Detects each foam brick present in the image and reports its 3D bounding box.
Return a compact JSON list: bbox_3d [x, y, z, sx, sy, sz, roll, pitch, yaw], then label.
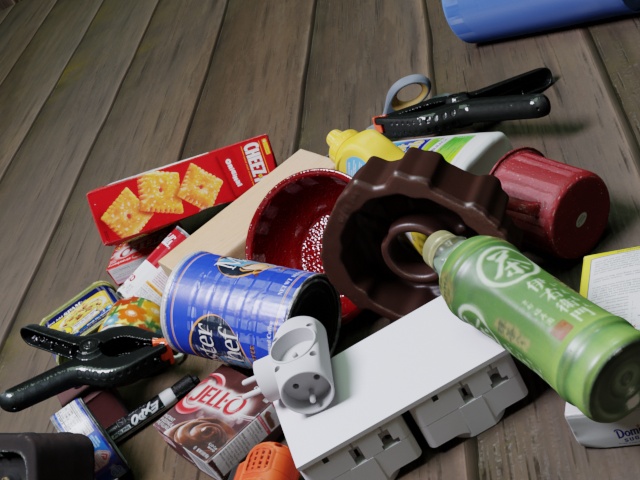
[{"bbox_3d":[-0.234,0.165,1.096,0.053,0.051,0.078,-36,29,-11],"label":"foam brick"}]

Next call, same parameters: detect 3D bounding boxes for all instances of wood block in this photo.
[{"bbox_3d":[-0.057,0.002,1.153,0.206,0.090,0.091,-40,30,-16],"label":"wood block"}]

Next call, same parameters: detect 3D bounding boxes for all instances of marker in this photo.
[{"bbox_3d":[-0.173,0.171,1.065,0.121,0.020,0.020,-34,29,-6],"label":"marker"}]

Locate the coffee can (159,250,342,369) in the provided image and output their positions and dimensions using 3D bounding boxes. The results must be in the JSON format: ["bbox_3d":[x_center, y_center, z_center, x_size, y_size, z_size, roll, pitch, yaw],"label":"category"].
[{"bbox_3d":[-0.065,0.070,1.009,0.140,0.103,0.102,10,46,30],"label":"coffee can"}]

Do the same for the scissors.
[{"bbox_3d":[0.064,-0.143,1.278,0.202,0.096,0.016,-18,51,16],"label":"scissors"}]

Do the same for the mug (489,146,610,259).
[{"bbox_3d":[0.197,-0.033,0.961,0.082,0.117,0.093,26,104,51],"label":"mug"}]

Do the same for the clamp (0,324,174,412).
[{"bbox_3d":[-0.235,0.114,1.076,0.171,0.039,0.120,-10,40,-7],"label":"clamp"}]

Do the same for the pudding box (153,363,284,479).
[{"bbox_3d":[-0.089,0.166,0.976,0.090,0.039,0.114,-42,31,-20],"label":"pudding box"}]

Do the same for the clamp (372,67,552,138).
[{"bbox_3d":[0.164,-0.150,1.200,0.210,0.036,0.164,-9,17,23],"label":"clamp"}]

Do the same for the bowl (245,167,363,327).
[{"bbox_3d":[0.006,0.011,1.067,0.162,0.055,0.162,-3,83,29],"label":"bowl"}]

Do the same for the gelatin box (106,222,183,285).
[{"bbox_3d":[-0.219,0.012,1.345,0.089,0.030,0.073,-20,31,17],"label":"gelatin box"}]

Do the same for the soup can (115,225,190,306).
[{"bbox_3d":[-0.171,0.043,1.196,0.102,0.068,0.069,-48,32,-8],"label":"soup can"}]

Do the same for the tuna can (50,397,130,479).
[{"bbox_3d":[-0.216,0.191,1.005,0.033,0.086,0.086,-35,29,-13],"label":"tuna can"}]

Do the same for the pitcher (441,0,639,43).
[{"bbox_3d":[0.283,-0.323,1.335,0.243,0.149,0.145,-7,51,41],"label":"pitcher"}]

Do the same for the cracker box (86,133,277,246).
[{"bbox_3d":[-0.159,-0.058,1.266,0.213,0.072,0.164,-18,4,-6],"label":"cracker box"}]

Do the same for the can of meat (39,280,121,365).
[{"bbox_3d":[-0.261,0.104,1.212,0.102,0.057,0.084,-36,32,-9],"label":"can of meat"}]

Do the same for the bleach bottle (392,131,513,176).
[{"bbox_3d":[0.088,-0.069,1.163,0.251,0.068,0.102,3,39,47],"label":"bleach bottle"}]

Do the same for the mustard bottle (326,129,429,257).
[{"bbox_3d":[0.068,-0.057,1.066,0.058,0.096,0.192,-36,51,-14],"label":"mustard bottle"}]
